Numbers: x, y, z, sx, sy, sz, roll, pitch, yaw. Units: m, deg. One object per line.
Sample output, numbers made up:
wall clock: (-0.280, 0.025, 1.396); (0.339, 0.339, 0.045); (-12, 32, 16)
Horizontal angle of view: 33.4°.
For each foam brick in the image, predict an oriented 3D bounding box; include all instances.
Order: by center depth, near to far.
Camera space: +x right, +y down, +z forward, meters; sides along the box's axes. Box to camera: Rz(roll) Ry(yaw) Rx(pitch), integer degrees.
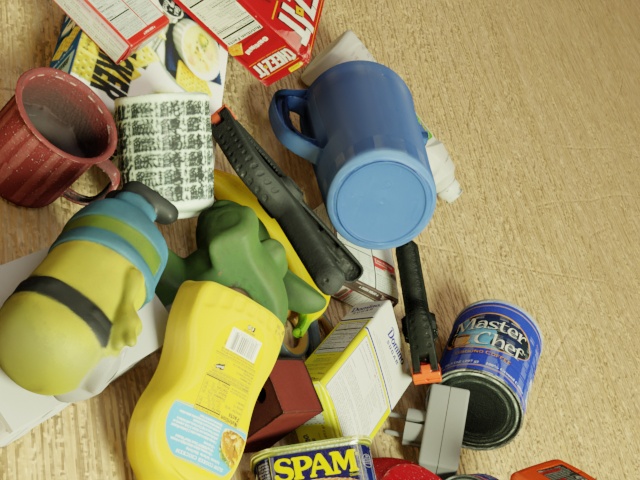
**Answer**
foam brick: (-0.047, 0.137, 0.890); (0.051, 0.078, 0.053); (5, 53, -48)

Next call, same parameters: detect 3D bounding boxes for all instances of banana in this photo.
banana: (-0.043, 0.003, 1.042); (0.069, 0.037, 0.198); (-8, 57, -49)

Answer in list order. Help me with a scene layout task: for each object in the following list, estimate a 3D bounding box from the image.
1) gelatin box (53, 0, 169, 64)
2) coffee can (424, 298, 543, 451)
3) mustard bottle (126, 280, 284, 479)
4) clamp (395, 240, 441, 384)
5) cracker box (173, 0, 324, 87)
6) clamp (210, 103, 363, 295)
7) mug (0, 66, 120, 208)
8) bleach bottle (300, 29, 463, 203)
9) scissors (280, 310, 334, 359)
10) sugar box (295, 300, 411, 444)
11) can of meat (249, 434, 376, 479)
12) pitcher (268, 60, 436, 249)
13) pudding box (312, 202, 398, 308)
gelatin box: (-0.190, -0.209, 0.961); (0.089, 0.030, 0.073); (44, 36, -6)
coffee can: (0.177, 0.141, 1.141); (0.103, 0.103, 0.140); (47, 33, -9)
mustard bottle: (-0.095, 0.133, 0.804); (0.096, 0.058, 0.191); (36, 64, -42)
clamp: (0.099, 0.078, 1.091); (0.171, 0.039, 0.120); (-94, 168, -66)
cracker box: (-0.087, -0.291, 1.097); (0.213, 0.072, 0.164); (40, 45, -32)
clamp: (-0.034, -0.034, 0.968); (0.210, 0.036, 0.164); (51, 7, -3)
mug: (-0.218, -0.072, 0.871); (0.117, 0.082, 0.093); (39, 35, -19)
bleach bottle: (0.088, -0.143, 1.341); (0.250, 0.068, 0.102); (48, 33, -12)
scissors: (-0.029, 0.046, 1.057); (0.096, 0.016, 0.202); (11, 51, -46)
sugar box: (0.029, 0.133, 0.993); (0.176, 0.048, 0.093); (-44, 122, -60)
can of meat: (-0.001, 0.211, 0.865); (0.102, 0.057, 0.084); (-7, 61, -10)
pitcher: (0.040, -0.092, 1.117); (0.243, 0.149, 0.145); (-99, 163, -63)
pudding box: (0.037, 0.017, 1.145); (0.089, 0.039, 0.113); (27, 39, -33)
